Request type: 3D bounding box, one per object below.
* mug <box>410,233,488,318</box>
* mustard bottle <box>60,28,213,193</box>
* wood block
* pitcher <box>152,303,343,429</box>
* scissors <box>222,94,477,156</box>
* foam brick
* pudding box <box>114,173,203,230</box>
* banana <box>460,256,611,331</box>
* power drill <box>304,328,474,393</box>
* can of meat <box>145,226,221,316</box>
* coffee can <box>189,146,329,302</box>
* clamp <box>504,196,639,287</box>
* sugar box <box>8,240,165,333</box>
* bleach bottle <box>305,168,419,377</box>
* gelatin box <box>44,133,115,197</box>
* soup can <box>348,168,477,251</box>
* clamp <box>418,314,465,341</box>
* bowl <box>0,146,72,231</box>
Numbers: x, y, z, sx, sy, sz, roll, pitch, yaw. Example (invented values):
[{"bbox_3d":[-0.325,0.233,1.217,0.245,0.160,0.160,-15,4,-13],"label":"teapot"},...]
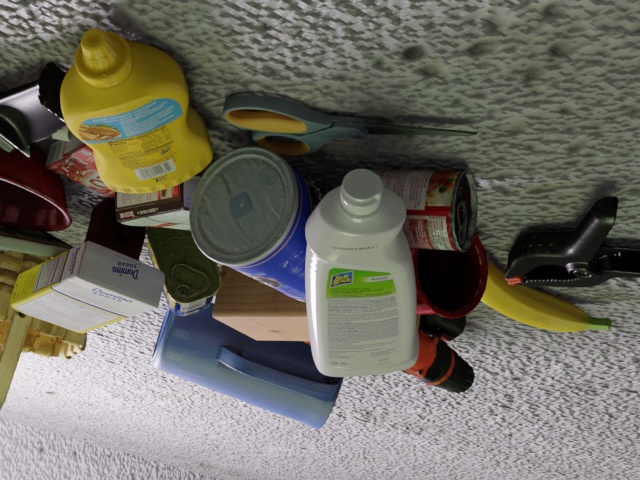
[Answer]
[{"bbox_3d":[0.091,0.020,1.009,0.117,0.093,0.082,52,149,-19],"label":"mug"},{"bbox_3d":[-0.147,-0.103,0.825,0.096,0.058,0.191,-15,157,0],"label":"mustard bottle"},{"bbox_3d":[-0.002,0.053,1.132,0.206,0.090,0.090,-3,156,35],"label":"wood block"},{"bbox_3d":[-0.089,0.151,1.386,0.242,0.145,0.149,18,139,-9],"label":"pitcher"},{"bbox_3d":[0.021,-0.083,0.858,0.202,0.016,0.096,10,162,6],"label":"scissors"},{"bbox_3d":[-0.221,0.003,1.138,0.053,0.078,0.051,21,156,-24],"label":"foam brick"},{"bbox_3d":[-0.120,-0.035,0.990,0.090,0.039,0.113,-9,172,37],"label":"pudding box"},{"bbox_3d":[0.207,0.056,1.100,0.197,0.037,0.070,22,148,-26],"label":"banana"},{"bbox_3d":[0.075,0.124,1.270,0.188,0.057,0.184,11,164,42],"label":"power drill"},{"bbox_3d":[-0.146,0.024,1.121,0.057,0.102,0.084,-19,169,-15],"label":"can of meat"},{"bbox_3d":[-0.034,-0.011,0.935,0.103,0.103,0.140,0,164,29],"label":"coffee can"},{"bbox_3d":[0.252,0.017,0.964,0.164,0.036,0.210,21,160,-22],"label":"clamp"},{"bbox_3d":[-0.242,0.051,1.099,0.093,0.048,0.177,25,151,-31],"label":"sugar box"},{"bbox_3d":[0.038,0.027,0.875,0.102,0.068,0.251,-7,147,-4],"label":"bleach bottle"},{"bbox_3d":[-0.203,-0.073,0.992,0.073,0.030,0.089,25,156,-33],"label":"gelatin box"},{"bbox_3d":[0.075,-0.027,0.904,0.102,0.068,0.068,3,158,24],"label":"soup can"},{"bbox_3d":[0.123,0.080,1.201,0.120,0.039,0.171,9,169,41],"label":"clamp"},{"bbox_3d":[-0.314,-0.063,1.041,0.162,0.055,0.162,11,162,4],"label":"bowl"}]
